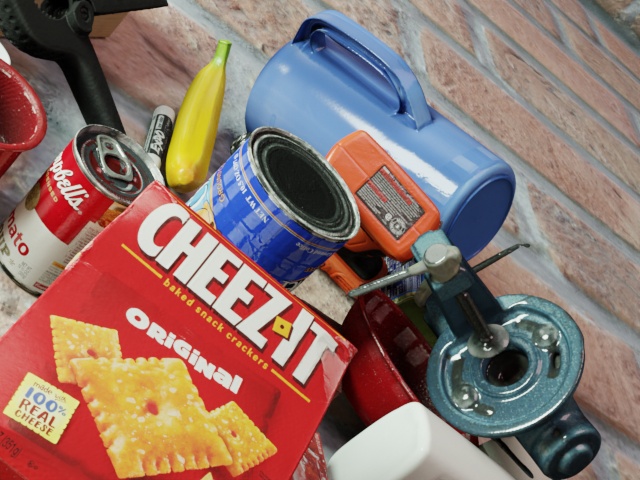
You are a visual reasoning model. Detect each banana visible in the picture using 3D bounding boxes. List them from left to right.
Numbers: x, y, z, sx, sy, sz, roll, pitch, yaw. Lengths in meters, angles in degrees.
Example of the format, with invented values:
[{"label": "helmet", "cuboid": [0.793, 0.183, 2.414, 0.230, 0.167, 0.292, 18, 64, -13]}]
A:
[{"label": "banana", "cuboid": [-0.108, -0.094, 0.911, 0.037, 0.070, 0.197, 9, 44, -3]}]

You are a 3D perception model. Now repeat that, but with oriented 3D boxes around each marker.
[{"label": "marker", "cuboid": [-0.139, -0.075, 0.890, 0.020, 0.020, 0.121, 35, 29, -22]}]

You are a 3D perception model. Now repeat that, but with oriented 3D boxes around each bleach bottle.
[{"label": "bleach bottle", "cuboid": [0.123, 0.224, 0.803, 0.250, 0.103, 0.068, 41, 23, -25]}]

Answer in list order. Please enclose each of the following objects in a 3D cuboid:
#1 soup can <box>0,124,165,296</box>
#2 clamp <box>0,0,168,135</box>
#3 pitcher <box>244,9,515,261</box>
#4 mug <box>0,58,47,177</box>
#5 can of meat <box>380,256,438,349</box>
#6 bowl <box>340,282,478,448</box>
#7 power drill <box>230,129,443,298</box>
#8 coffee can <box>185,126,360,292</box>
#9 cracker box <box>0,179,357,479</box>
[{"label": "soup can", "cuboid": [-0.158, -0.017, 0.695, 0.068, 0.102, 0.068, 34, 30, -24]}, {"label": "clamp", "cuboid": [-0.188, -0.156, 0.798, 0.209, 0.036, 0.164, 31, 59, -58]}, {"label": "pitcher", "cuboid": [0.055, -0.089, 0.963, 0.243, 0.145, 0.149, 38, 6, 30]}, {"label": "mug", "cuboid": [-0.243, -0.071, 0.667, 0.117, 0.082, 0.093, 22, 37, -40]}, {"label": "can of meat", "cuboid": [0.097, 0.060, 0.993, 0.102, 0.058, 0.084, 49, 26, -28]}, {"label": "bowl", "cuboid": [0.059, 0.115, 0.859, 0.162, 0.055, 0.162, 49, 14, -17]}, {"label": "power drill", "cuboid": [0.010, -0.034, 0.892, 0.184, 0.057, 0.188, 46, -17, -7]}, {"label": "coffee can", "cuboid": [-0.055, 0.001, 0.776, 0.102, 0.140, 0.103, 34, 30, -24]}, {"label": "cracker box", "cuboid": [-0.089, 0.085, 0.572, 0.164, 0.072, 0.213, 41, 39, -6]}]
